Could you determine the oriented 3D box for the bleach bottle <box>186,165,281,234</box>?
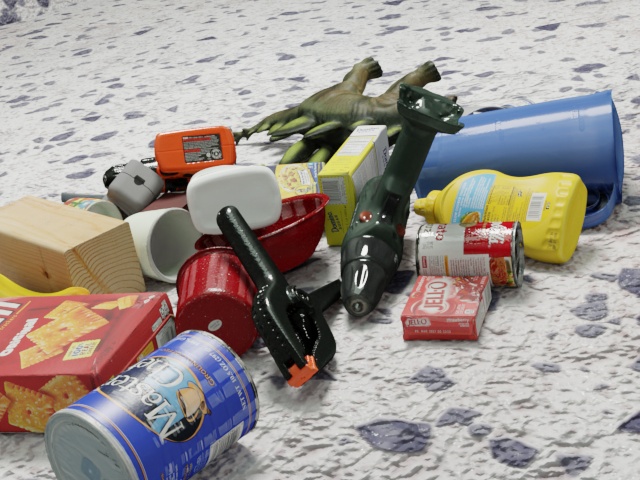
[{"bbox_3d":[-0.105,-0.058,1.249,0.102,0.068,0.251,-10,9,-4],"label":"bleach bottle"}]

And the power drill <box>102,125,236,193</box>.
[{"bbox_3d":[-0.196,-0.103,1.433,0.184,0.057,0.188,-9,-3,-16],"label":"power drill"}]

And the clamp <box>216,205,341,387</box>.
[{"bbox_3d":[-0.022,0.066,1.026,0.036,0.164,0.210,-45,36,20],"label":"clamp"}]

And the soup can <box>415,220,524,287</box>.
[{"bbox_3d":[0.154,0.015,1.099,0.102,0.068,0.068,-2,24,19],"label":"soup can"}]

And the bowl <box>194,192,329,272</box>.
[{"bbox_3d":[-0.058,0.001,1.203,0.162,0.055,0.162,-19,14,5],"label":"bowl"}]

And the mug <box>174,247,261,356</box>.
[{"bbox_3d":[-0.089,0.069,1.054,0.117,0.093,0.081,19,25,-11],"label":"mug"}]

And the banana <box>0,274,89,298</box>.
[{"bbox_3d":[-0.313,0.065,1.160,0.198,0.069,0.037,11,49,35],"label":"banana"}]

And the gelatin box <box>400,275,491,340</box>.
[{"bbox_3d":[0.123,0.064,1.042,0.073,0.030,0.089,-1,24,20],"label":"gelatin box"}]

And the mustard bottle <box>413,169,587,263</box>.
[{"bbox_3d":[0.190,-0.030,1.176,0.192,0.058,0.096,6,70,34],"label":"mustard bottle"}]

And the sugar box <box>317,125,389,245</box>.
[{"bbox_3d":[0.045,-0.071,1.311,0.048,0.093,0.176,0,24,16],"label":"sugar box"}]

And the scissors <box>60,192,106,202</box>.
[{"bbox_3d":[-0.254,-0.053,1.474,0.201,0.016,0.096,4,0,-7],"label":"scissors"}]

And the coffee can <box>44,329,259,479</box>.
[{"bbox_3d":[-0.132,0.147,0.849,0.103,0.103,0.140,10,29,38],"label":"coffee can"}]

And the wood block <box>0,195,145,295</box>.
[{"bbox_3d":[-0.308,0.017,1.240,0.206,0.091,0.090,14,33,43],"label":"wood block"}]

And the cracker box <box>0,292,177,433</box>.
[{"bbox_3d":[-0.264,0.113,1.022,0.214,0.072,0.164,-2,23,18],"label":"cracker box"}]

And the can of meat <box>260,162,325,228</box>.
[{"bbox_3d":[-0.032,-0.055,1.329,0.084,0.057,0.102,-5,37,1],"label":"can of meat"}]

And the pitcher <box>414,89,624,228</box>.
[{"bbox_3d":[0.234,-0.090,1.262,0.243,0.145,0.149,-6,11,18],"label":"pitcher"}]

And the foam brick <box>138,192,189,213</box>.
[{"bbox_3d":[-0.187,-0.022,1.338,0.053,0.051,0.078,3,26,24],"label":"foam brick"}]
